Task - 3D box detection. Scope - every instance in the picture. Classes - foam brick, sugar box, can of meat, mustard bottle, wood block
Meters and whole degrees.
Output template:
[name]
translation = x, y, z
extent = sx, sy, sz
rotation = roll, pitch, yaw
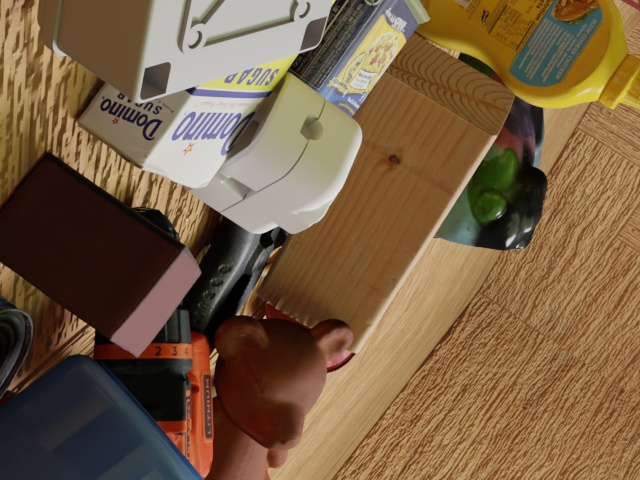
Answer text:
[foam brick]
translation = -0.101, 0.008, 0.478
extent = 0.051, 0.078, 0.053
rotation = -55, 168, -11
[sugar box]
translation = -0.033, -0.109, 0.502
extent = 0.176, 0.048, 0.093
rotation = -57, 168, 4
[can of meat]
translation = 0.012, -0.120, 0.625
extent = 0.084, 0.057, 0.102
rotation = -54, 167, 7
[mustard bottle]
translation = 0.163, -0.154, 0.788
extent = 0.096, 0.192, 0.058
rotation = -57, 168, 7
[wood block]
translation = 0.045, -0.031, 0.773
extent = 0.206, 0.091, 0.090
rotation = -60, 178, 32

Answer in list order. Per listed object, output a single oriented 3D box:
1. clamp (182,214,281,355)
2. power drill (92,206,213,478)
[clamp]
translation = -0.055, 0.001, 0.730
extent = 0.210, 0.036, 0.164
rotation = -60, 169, 16
[power drill]
translation = -0.098, 0.083, 0.632
extent = 0.187, 0.057, 0.184
rotation = 98, -7, -81
